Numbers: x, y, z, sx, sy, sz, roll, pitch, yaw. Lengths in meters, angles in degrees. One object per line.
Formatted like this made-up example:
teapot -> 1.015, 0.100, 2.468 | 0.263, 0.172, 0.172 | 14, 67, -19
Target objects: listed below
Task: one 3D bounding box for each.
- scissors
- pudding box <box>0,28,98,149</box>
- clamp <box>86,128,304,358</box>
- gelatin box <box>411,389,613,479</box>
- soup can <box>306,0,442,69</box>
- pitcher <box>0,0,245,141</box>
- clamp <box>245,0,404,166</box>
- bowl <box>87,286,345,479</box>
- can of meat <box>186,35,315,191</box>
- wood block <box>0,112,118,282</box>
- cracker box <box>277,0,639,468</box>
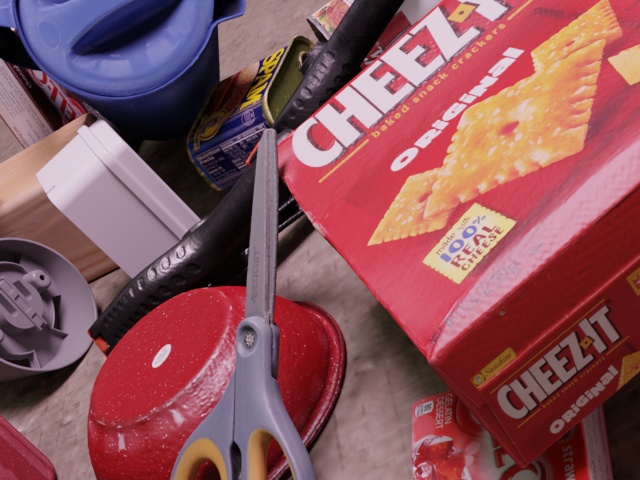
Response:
scissors -> -0.041, 0.058, 0.484 | 0.096, 0.016, 0.202 | -24, 66, 38
pudding box -> -0.232, -0.119, 0.874 | 0.039, 0.113, 0.090 | -25, 30, 14
clamp -> -0.054, 0.001, 0.641 | 0.210, 0.036, 0.164 | -41, -7, 22
gelatin box -> 0.071, 0.088, 0.405 | 0.073, 0.030, 0.089 | -25, 32, 24
soup can -> 0.050, -0.160, 0.751 | 0.102, 0.068, 0.068 | -38, 28, 1
pitcher -> -0.147, -0.147, 0.802 | 0.145, 0.149, 0.243 | -49, -2, -5
clamp -> 0.011, -0.111, 0.660 | 0.171, 0.039, 0.120 | -59, 0, 3
bowl -> -0.068, 0.076, 0.561 | 0.162, 0.055, 0.162 | -29, 30, 18
can of meat -> -0.042, -0.090, 0.771 | 0.084, 0.057, 0.102 | -22, 32, 34
wood block -> -0.241, -0.003, 0.842 | 0.206, 0.090, 0.090 | -25, 32, 24
cracker box -> 0.080, -0.034, 0.436 | 0.164, 0.072, 0.214 | -40, 29, 2
